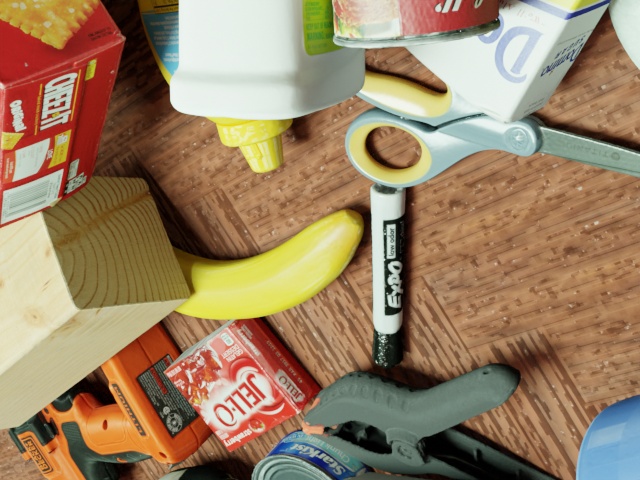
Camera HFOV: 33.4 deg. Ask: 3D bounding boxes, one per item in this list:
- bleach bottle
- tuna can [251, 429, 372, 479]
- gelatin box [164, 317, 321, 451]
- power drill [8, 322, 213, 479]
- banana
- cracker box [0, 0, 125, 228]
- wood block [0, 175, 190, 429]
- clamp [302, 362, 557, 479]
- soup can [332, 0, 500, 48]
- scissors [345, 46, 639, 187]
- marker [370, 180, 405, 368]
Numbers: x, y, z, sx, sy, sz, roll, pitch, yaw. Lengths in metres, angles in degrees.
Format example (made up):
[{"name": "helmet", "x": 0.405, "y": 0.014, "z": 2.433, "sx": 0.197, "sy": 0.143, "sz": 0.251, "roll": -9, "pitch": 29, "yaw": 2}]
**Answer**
[{"name": "bleach bottle", "x": -0.021, "y": -0.182, "z": 0.444, "sx": 0.068, "sy": 0.102, "sz": 0.251, "roll": 6, "pitch": 108, "yaw": 23}, {"name": "tuna can", "x": -0.002, "y": 0.171, "z": 0.721, "sx": 0.086, "sy": 0.033, "sz": 0.086, "roll": 18, "pitch": 127, "yaw": 26}, {"name": "gelatin box", "x": -0.054, "y": 0.094, "z": 0.711, "sx": 0.073, "sy": 0.030, "sz": 0.089, "roll": 51, "pitch": 135, "yaw": -4}, {"name": "power drill", "x": -0.176, "y": 0.114, "z": 0.798, "sx": 0.188, "sy": 0.057, "sz": 0.184, "roll": -24, "pitch": 101, "yaw": 45}, {"name": "banana", "x": -0.052, "y": 0.017, "z": 0.656, "sx": 0.198, "sy": 0.037, "sz": 0.069, "roll": 0, "pitch": 119, "yaw": 36}, {"name": "cracker box", "x": -0.189, "y": -0.134, "z": 0.554, "sx": 0.214, "sy": 0.072, "sz": 0.164, "roll": 58, "pitch": 154, "yaw": 11}, {"name": "wood block", "x": -0.193, "y": 0.048, "z": 0.693, "sx": 0.206, "sy": 0.090, "sz": 0.090, "roll": -36, "pitch": 69, "yaw": 35}, {"name": "clamp", "x": 0.059, "y": 0.105, "z": 0.623, "sx": 0.172, "sy": 0.039, "sz": 0.120, "roll": 7, "pitch": 130, "yaw": 30}, {"name": "soup can", "x": 0.034, "y": -0.132, "z": 0.417, "sx": 0.069, "sy": 0.068, "sz": 0.102, "roll": 6, "pitch": 112, "yaw": 33}, {"name": "scissors", "x": 0.088, "y": -0.041, "z": 0.533, "sx": 0.202, "sy": 0.016, "sz": 0.096, "roll": 32, "pitch": 133, "yaw": 16}, {"name": "marker", "x": 0.038, "y": 0.023, "z": 0.607, "sx": 0.020, "sy": 0.020, "sz": 0.121, "roll": 17, "pitch": 126, "yaw": 27}]
